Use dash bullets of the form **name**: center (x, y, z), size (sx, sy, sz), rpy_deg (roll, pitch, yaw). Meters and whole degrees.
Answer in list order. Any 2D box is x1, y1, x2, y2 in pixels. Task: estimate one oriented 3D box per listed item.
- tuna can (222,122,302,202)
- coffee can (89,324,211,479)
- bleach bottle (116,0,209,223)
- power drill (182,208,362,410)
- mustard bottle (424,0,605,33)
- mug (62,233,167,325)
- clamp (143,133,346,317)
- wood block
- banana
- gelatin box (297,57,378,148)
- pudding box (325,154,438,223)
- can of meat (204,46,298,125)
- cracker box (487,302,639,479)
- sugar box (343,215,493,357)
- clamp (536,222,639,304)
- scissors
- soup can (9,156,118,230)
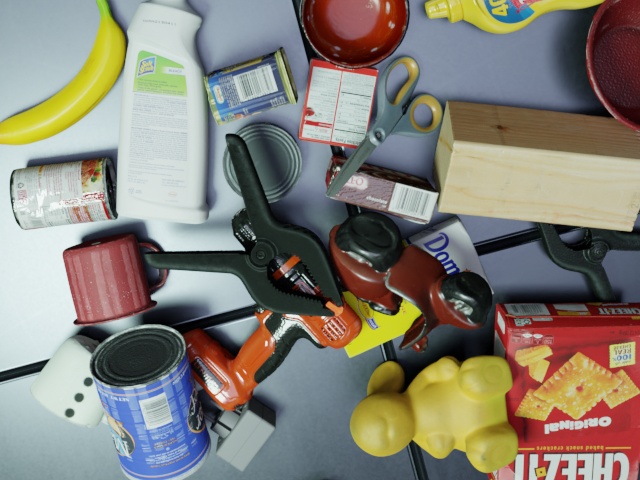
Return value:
- **tuna can**: center (-0.063, -0.085, 1.155), size (0.086, 0.034, 0.086), rpy_deg (0, 102, -2)
- **coffee can**: center (-0.180, 0.176, 1.140), size (0.103, 0.103, 0.140), rpy_deg (-9, 123, 0)
- **bleach bottle**: center (-0.158, -0.148, 1.126), size (0.102, 0.068, 0.251), rpy_deg (6, 100, -4)
- **power drill**: center (-0.074, 0.081, 1.158), size (0.188, 0.057, 0.184), rpy_deg (-42, 89, 21)
- **mustard bottle**: center (0.202, -0.269, 1.111), size (0.191, 0.058, 0.096), rpy_deg (-17, 100, 3)
- **mug**: center (-0.220, 0.037, 1.157), size (0.117, 0.093, 0.081), rpy_deg (-17, 99, -30)
- **clamp**: center (-0.057, 0.001, 1.090), size (0.210, 0.036, 0.165), rpy_deg (30, 102, 4)
- **wood block**: center (0.230, -0.079, 1.123), size (0.206, 0.091, 0.090), rpy_deg (6, 127, -3)
- **banana**: center (-0.267, -0.161, 1.134), size (0.069, 0.037, 0.198), rpy_deg (43, 97, 8)
- **gelatin box**: center (0.018, -0.147, 1.147), size (0.073, 0.030, 0.089), rpy_deg (9, 102, -5)
- **pudding box**: center (0.063, -0.056, 1.137), size (0.113, 0.090, 0.039), rpy_deg (16, 103, -6)
- **can of meat**: center (-0.071, -0.160, 1.105), size (0.084, 0.102, 0.057), rpy_deg (-17, 102, 4)
- **cracker box**: center (0.275, 0.178, 1.190), size (0.164, 0.072, 0.214), rpy_deg (0, 110, -1)
- **sugar box**: center (0.093, 0.051, 1.183), size (0.176, 0.048, 0.093), rpy_deg (-25, 99, 6)
- **clamp**: center (0.304, 0.019, 1.187), size (0.171, 0.039, 0.120), rpy_deg (24, 98, -7)
- **scissors**: center (0.073, -0.103, 1.110), size (0.096, 0.016, 0.201), rpy_deg (35, 61, -26)
- **soup can**: center (-0.272, -0.050, 1.140), size (0.102, 0.068, 0.068), rpy_deg (-7, 102, 0)
